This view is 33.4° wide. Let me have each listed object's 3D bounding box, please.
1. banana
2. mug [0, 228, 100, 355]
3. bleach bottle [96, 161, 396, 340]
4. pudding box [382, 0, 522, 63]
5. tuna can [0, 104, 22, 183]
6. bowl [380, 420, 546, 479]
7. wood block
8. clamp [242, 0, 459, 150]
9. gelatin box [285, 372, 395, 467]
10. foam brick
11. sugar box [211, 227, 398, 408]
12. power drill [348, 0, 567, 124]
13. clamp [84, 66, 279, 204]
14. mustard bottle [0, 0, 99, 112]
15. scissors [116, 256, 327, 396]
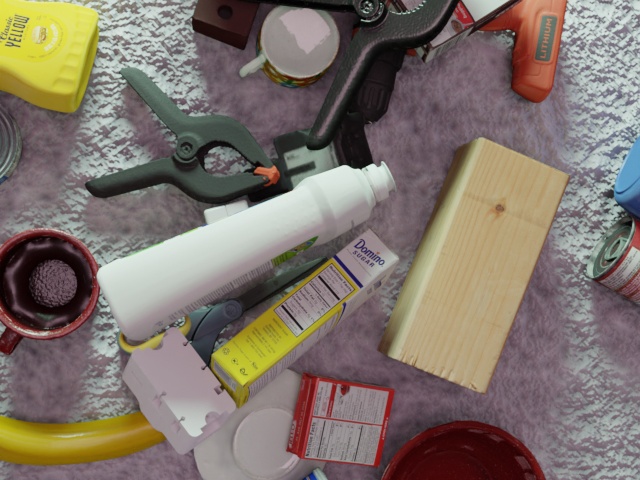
[{"bbox_3d":[-0.216,0.169,0.928,0.197,0.070,0.037,4,51,-20],"label":"banana"},{"bbox_3d":[-0.239,0.047,0.918,0.093,0.081,0.117,31,85,-5],"label":"mug"},{"bbox_3d":[-0.056,0.001,0.888,0.250,0.102,0.068,-25,87,-4],"label":"bleach bottle"},{"bbox_3d":[0.114,-0.224,0.934,0.113,0.039,0.090,-33,87,-9],"label":"pudding box"},{"bbox_3d":[-0.307,-0.085,0.937,0.086,0.034,0.086,0,89,-7],"label":"tuna can"},{"bbox_3d":[0.124,0.241,0.971,0.162,0.055,0.162,0,89,-7],"label":"bowl"},{"bbox_3d":[0.136,0.023,0.960,0.091,0.090,0.206,23,87,-5],"label":"wood block"},{"bbox_3d":[0.032,-0.198,0.898,0.210,0.036,0.164,-35,83,9],"label":"clamp"},{"bbox_3d":[0.018,0.161,0.959,0.089,0.030,0.073,13,87,-31],"label":"gelatin box"},{"bbox_3d":[-0.079,-0.220,0.958,0.053,0.051,0.078,19,87,-6],"label":"foam brick"},{"bbox_3d":[-0.015,0.067,0.924,0.176,0.093,0.048,-41,81,-17],"label":"sugar box"},{"bbox_3d":[0.122,-0.182,0.978,0.187,0.057,0.184,12,87,-7],"label":"power drill"},{"bbox_3d":[-0.124,-0.070,0.947,0.171,0.039,0.120,25,94,10],"label":"clamp"},{"bbox_3d":[-0.295,-0.176,0.925,0.191,0.058,0.096,12,67,-5],"label":"mustard bottle"},{"bbox_3d":[-0.081,0.082,0.954,0.202,0.016,0.096,-13,94,3],"label":"scissors"}]
